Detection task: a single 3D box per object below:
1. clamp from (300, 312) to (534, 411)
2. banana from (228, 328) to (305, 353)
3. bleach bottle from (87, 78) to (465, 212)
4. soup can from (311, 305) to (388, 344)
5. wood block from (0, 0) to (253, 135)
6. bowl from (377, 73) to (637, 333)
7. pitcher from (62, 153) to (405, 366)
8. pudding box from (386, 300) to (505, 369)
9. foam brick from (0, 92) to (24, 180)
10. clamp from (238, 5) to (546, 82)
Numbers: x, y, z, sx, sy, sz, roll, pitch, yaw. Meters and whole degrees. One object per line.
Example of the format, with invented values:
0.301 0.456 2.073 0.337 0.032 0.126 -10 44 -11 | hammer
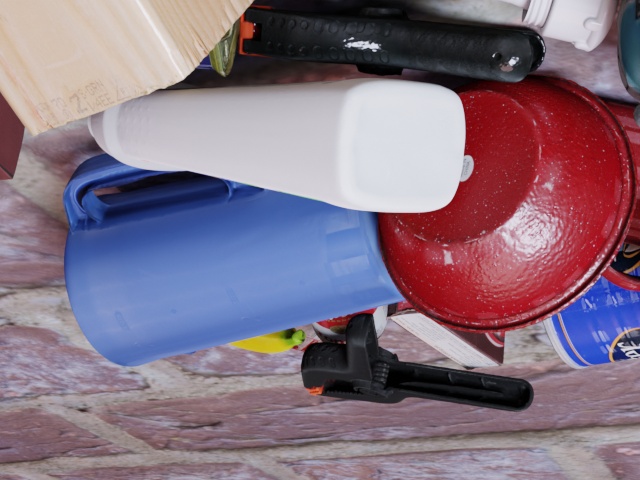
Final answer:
0.055 0.107 0.847 0.164 0.036 0.210 23 159 -18 | clamp
-0.098 0.056 0.917 0.198 0.037 0.069 18 150 14 | banana
-0.046 -0.063 0.620 0.251 0.068 0.102 10 -171 44 | bleach bottle
0.017 0.042 0.864 0.068 0.068 0.102 1 153 11 | soup can
-0.118 -0.157 0.408 0.090 0.090 0.206 -14 120 32 | wood block
0.091 -0.032 0.601 0.162 0.162 0.055 -11 155 31 | bowl
-0.055 0.001 0.752 0.243 0.145 0.149 -13 172 26 | pitcher
0.100 0.037 0.813 0.039 0.090 0.113 -17 144 39 | pudding box
-0.249 -0.073 0.723 0.078 0.051 0.053 -3 150 17 | foam brick
0.043 -0.108 0.583 0.172 0.039 0.120 12 -171 22 | clamp
